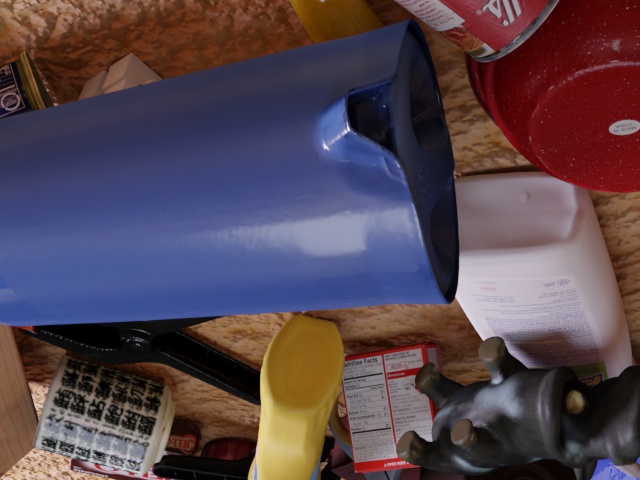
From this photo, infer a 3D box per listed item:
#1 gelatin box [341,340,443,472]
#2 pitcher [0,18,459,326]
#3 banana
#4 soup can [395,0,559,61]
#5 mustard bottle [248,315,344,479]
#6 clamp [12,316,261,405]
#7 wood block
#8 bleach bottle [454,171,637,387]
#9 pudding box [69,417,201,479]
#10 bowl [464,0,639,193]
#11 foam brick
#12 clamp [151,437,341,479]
[{"bbox_3d":[0.057,0.124,0.792,0.073,0.089,0.030,-13,169,28],"label":"gelatin box"},{"bbox_3d":[-0.053,-0.020,0.537,0.243,0.145,0.149,-7,122,16],"label":"pitcher"},{"bbox_3d":[0.022,-0.071,0.591,0.070,0.037,0.198,3,142,8],"label":"banana"},{"bbox_3d":[0.053,-0.136,0.475,0.102,0.068,0.069,31,138,-23],"label":"soup can"},{"bbox_3d":[-0.022,0.153,0.819,0.058,0.096,0.192,10,133,2],"label":"mustard bottle"},{"bbox_3d":[-0.129,0.061,0.800,0.210,0.036,0.165,12,143,1],"label":"clamp"},{"bbox_3d":[-0.293,0.111,0.843,0.091,0.090,0.206,36,148,21],"label":"wood block"},{"bbox_3d":[0.149,0.058,0.703,0.103,0.068,0.250,-2,143,24],"label":"bleach bottle"},{"bbox_3d":[-0.170,0.189,0.974,0.113,0.039,0.090,15,143,-3],"label":"pudding box"},{"bbox_3d":[0.152,-0.074,0.538,0.162,0.055,0.162,7,142,5],"label":"bowl"},{"bbox_3d":[0.054,0.168,0.877,0.053,0.051,0.078,36,136,-27],"label":"foam brick"},{"bbox_3d":[-0.056,0.206,0.915,0.120,0.171,0.039,54,150,18],"label":"clamp"}]
